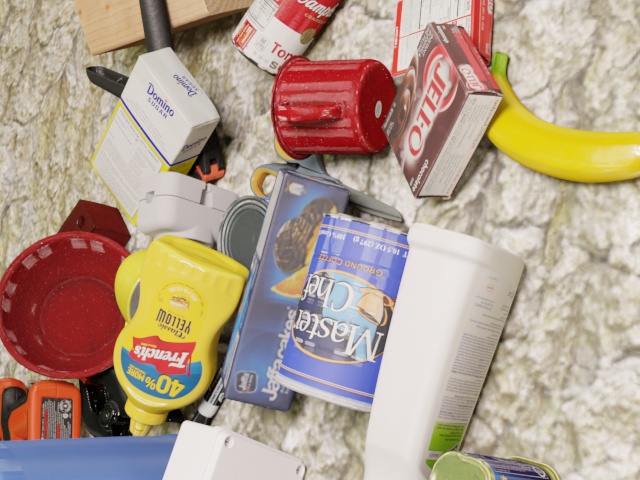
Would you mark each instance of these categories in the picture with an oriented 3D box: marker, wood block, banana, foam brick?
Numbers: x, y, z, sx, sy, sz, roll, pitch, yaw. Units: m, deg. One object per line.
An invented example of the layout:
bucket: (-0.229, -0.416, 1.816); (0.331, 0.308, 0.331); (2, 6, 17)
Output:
marker: (-0.095, 0.137, 1.011); (0.020, 0.020, 0.121); (40, 106, 45)
wood block: (-0.166, -0.268, 1.146); (0.207, 0.090, 0.090); (-7, 103, 44)
banana: (0.175, -0.083, 0.798); (0.198, 0.037, 0.070); (40, 108, 44)
foam brick: (-0.260, 0.002, 1.198); (0.078, 0.051, 0.053); (-53, 47, 19)

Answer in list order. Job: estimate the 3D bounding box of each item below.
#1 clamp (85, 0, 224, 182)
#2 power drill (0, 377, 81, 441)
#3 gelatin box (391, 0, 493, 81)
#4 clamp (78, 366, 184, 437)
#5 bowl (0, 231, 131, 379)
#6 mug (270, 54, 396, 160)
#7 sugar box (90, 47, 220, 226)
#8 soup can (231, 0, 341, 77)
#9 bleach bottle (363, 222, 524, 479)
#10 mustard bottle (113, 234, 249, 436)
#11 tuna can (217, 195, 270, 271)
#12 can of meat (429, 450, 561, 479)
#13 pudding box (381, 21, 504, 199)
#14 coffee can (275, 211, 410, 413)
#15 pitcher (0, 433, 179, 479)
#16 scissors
clamp: (-0.169, -0.146, 1.113); (0.165, 0.036, 0.210); (-35, 81, 48)
power drill: (-0.324, 0.232, 1.164); (0.188, 0.057, 0.184); (-23, 66, 50)
gelatin box: (0.104, -0.177, 0.907); (0.089, 0.030, 0.073); (-10, 69, 43)
clamp: (-0.207, 0.192, 1.093); (0.172, 0.039, 0.120); (30, 94, 49)
bowl: (-0.260, 0.074, 1.138); (0.162, 0.055, 0.162); (0, 71, 0)
mug: (0.009, -0.114, 0.918); (0.082, 0.117, 0.093); (3, 99, 31)
sugar box: (-0.169, -0.101, 1.072); (0.093, 0.048, 0.176); (54, 137, 11)
soup can: (-0.032, -0.216, 1.029); (0.102, 0.068, 0.068); (-52, 47, 21)
bleach bottle: (0.074, 0.120, 0.785); (0.068, 0.102, 0.251); (17, 89, 37)
mustard bottle: (-0.140, 0.097, 0.990); (0.096, 0.058, 0.192); (23, 107, 4)
tuna can: (-0.057, 0.001, 0.995); (0.086, 0.033, 0.086); (-2, 87, 45)
can of meat: (0.114, 0.198, 0.734); (0.058, 0.083, 0.102); (8, 83, 46)
pudding box: (0.095, -0.102, 0.851); (0.114, 0.039, 0.090); (111, 151, -42)
coffee can: (0.032, 0.058, 0.848); (0.103, 0.102, 0.140); (14, 86, 47)
pitcher: (-0.214, 0.237, 0.911); (0.145, 0.242, 0.149); (-4, 78, 38)
scissors: (0.008, -0.067, 0.977); (0.202, 0.016, 0.096); (4, 80, 46)
